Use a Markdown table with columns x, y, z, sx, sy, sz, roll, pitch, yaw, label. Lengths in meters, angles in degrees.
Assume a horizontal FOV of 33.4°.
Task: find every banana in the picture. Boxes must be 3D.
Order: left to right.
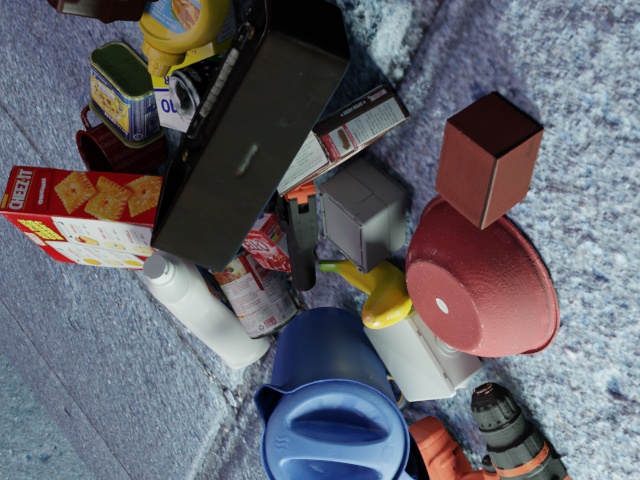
| x | y | z | sx | sy | sz | roll | pitch | yaw | label |
| --- | --- | --- | --- | --- | --- | --- | --- | --- | --- |
| 0.051 | 0.047 | 0.993 | 0.198 | 0.069 | 0.037 | -138 | 36 | -74 | banana |

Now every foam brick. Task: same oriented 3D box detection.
| x | y | z | sx | sy | sz | roll | pitch | yaw | label |
| --- | --- | --- | --- | --- | --- | --- | --- | --- | --- |
| 0.124 | -0.059 | 0.792 | 0.051 | 0.052 | 0.078 | 42 | 149 | 28 | foam brick |

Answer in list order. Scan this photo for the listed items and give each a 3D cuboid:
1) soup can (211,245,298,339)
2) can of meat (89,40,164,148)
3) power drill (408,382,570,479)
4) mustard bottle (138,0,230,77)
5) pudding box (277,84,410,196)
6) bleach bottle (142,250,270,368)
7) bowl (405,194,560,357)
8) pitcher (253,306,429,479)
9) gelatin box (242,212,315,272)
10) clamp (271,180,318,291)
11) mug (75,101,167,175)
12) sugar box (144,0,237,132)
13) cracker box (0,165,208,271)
| x | y | z | sx | sy | sz | roll | pitch | yaw | label |
| --- | --- | --- | --- | --- | --- | --- | --- | --- | --- |
| -0.078 | 0.056 | 1.254 | 0.102 | 0.068 | 0.069 | 61 | 154 | -11 | soup can |
| -0.231 | -0.175 | 1.268 | 0.102 | 0.057 | 0.084 | 44 | 149 | 23 | can of meat |
| 0.157 | 0.216 | 1.041 | 0.184 | 0.057 | 0.188 | 62 | 154 | -10 | power drill |
| -0.117 | -0.227 | 0.933 | 0.096 | 0.058 | 0.192 | 41 | 126 | 22 | mustard bottle |
| 0.011 | -0.084 | 0.915 | 0.039 | 0.089 | 0.114 | 57 | 154 | 0 | pudding box |
| -0.141 | 0.075 | 1.263 | 0.103 | 0.068 | 0.250 | 59 | -176 | 25 | bleach bottle |
| 0.123 | 0.042 | 0.906 | 0.162 | 0.055 | 0.162 | 41 | 150 | 30 | bowl |
| 0.018 | 0.159 | 1.051 | 0.243 | 0.145 | 0.149 | -95 | -6 | -74 | pitcher |
| -0.058 | 0.001 | 1.174 | 0.073 | 0.030 | 0.089 | 46 | 160 | -27 | gelatin box |
| -0.022 | -0.014 | 1.038 | 0.171 | 0.039 | 0.120 | 121 | 130 | -83 | clamp |
| -0.251 | -0.124 | 1.330 | 0.117 | 0.081 | 0.093 | 59 | 154 | -5 | mug |
| -0.126 | -0.187 | 1.044 | 0.093 | 0.048 | 0.176 | 17 | 128 | 30 | sugar box |
| -0.252 | -0.024 | 1.295 | 0.214 | 0.072 | 0.164 | 6 | 159 | 15 | cracker box |
